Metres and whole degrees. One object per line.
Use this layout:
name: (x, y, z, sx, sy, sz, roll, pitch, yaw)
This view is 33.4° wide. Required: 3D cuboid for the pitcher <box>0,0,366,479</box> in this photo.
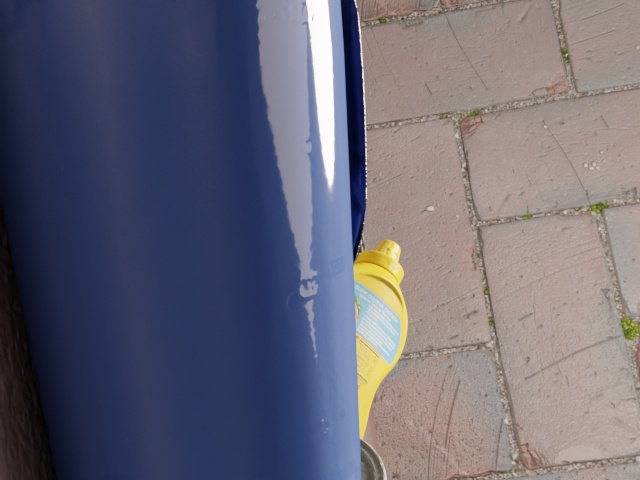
pitcher: (-0.042, -0.001, 0.389, 0.145, 0.149, 0.243, -136, -141, -79)
